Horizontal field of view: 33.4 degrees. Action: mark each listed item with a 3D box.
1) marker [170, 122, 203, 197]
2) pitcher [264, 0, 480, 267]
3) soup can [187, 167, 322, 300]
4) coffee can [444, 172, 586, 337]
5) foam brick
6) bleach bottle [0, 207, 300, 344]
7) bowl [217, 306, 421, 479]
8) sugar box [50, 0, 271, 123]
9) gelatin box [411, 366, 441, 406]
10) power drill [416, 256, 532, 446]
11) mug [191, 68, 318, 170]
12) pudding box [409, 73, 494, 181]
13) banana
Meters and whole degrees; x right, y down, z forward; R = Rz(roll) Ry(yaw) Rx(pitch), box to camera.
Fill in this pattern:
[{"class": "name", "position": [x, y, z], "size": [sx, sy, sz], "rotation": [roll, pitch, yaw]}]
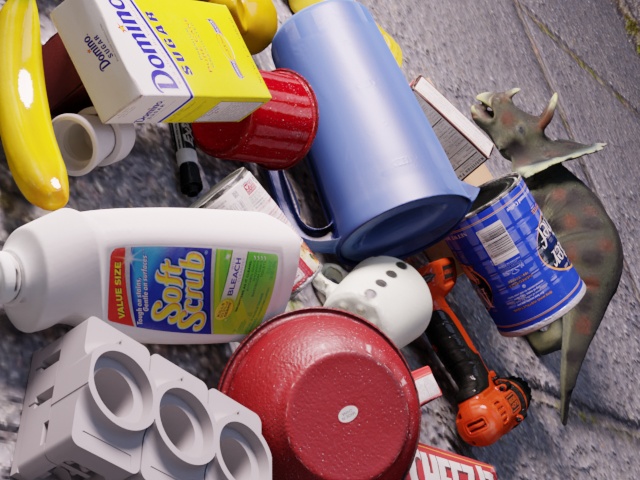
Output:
[{"class": "marker", "position": [-0.116, -0.087, 0.898], "size": [0.020, 0.020, 0.121], "rotation": [26, 41, -46]}, {"class": "pitcher", "position": [0.029, -0.103, 1.014], "size": [0.149, 0.145, 0.243], "rotation": [10, 52, -53]}, {"class": "soup can", "position": [-0.056, 0.001, 0.853], "size": [0.102, 0.069, 0.068], "rotation": [52, 28, -10]}, {"class": "coffee can", "position": [0.197, 0.015, 1.109], "size": [0.140, 0.103, 0.102], "rotation": [58, 27, -9]}, {"class": "foam brick", "position": [-0.171, -0.125, 0.808], "size": [0.078, 0.053, 0.051], "rotation": [5, 58, -59]}, {"class": "bleach bottle", "position": [-0.121, 0.029, 0.706], "size": [0.068, 0.103, 0.250], "rotation": [29, 18, 34]}, {"class": "bowl", "position": [0.009, 0.124, 0.749], "size": [0.161, 0.055, 0.162], "rotation": [4, 80, -21]}, {"class": "sugar box", "position": [-0.114, -0.138, 0.807], "size": [0.093, 0.048, 0.176], "rotation": [63, 26, 7]}, {"class": "gelatin box", "position": [0.043, 0.136, 0.854], "size": [0.073, 0.089, 0.030], "rotation": [-7, 69, -60]}, {"class": "power drill", "position": [0.151, 0.110, 1.093], "size": [0.188, 0.057, 0.184], "rotation": [61, 19, 8]}, {"class": "mug", "position": [-0.067, -0.120, 0.940], "size": [0.081, 0.093, 0.117], "rotation": [1, 56, -53]}, {"class": "pudding box", "position": [0.112, -0.104, 1.122], "size": [0.113, 0.090, 0.039], "rotation": [41, 34, -10]}, {"class": "banana", "position": [-0.198, -0.093, 0.718], "size": [0.037, 0.070, 0.198], "rotation": [-5, 63, -21]}]
